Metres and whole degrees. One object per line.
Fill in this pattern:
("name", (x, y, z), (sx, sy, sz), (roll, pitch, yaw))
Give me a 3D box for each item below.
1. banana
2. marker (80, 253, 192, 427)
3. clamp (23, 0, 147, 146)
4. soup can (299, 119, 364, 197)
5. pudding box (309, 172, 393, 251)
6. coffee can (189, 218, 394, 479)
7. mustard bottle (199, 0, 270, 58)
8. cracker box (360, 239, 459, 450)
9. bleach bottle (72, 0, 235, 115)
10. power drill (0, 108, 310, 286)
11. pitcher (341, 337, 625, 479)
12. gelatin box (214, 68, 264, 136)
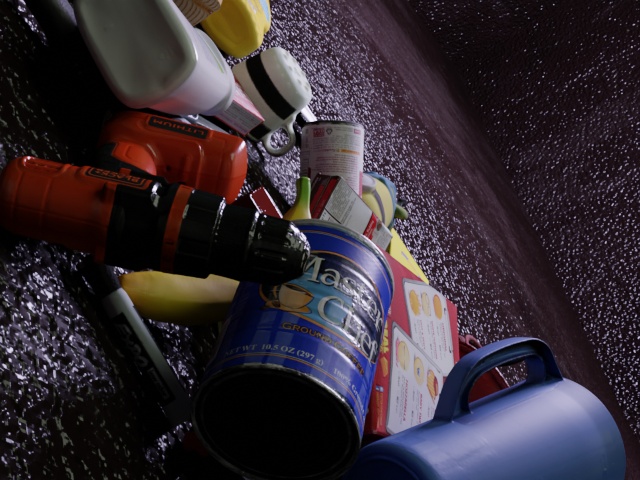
("banana", (-0.065, 0.021, 0.760), (0.197, 0.037, 0.069), (-33, 100, -44))
("marker", (-0.115, 0.061, 0.672), (0.121, 0.020, 0.020), (60, 16, -1))
("clamp", (-0.184, -0.149, 0.806), (0.164, 0.036, 0.210), (29, 34, -62))
("soup can", (0.012, -0.072, 1.141), (0.068, 0.069, 0.102), (15, 76, -68))
("pudding box", (0.017, 0.000, 1.070), (0.113, 0.039, 0.090), (44, 66, -40))
("coffee can", (-0.014, 0.068, 0.672), (0.102, 0.103, 0.140), (52, 32, -25))
("mustard bottle", (-0.099, -0.281, 1.268), (0.096, 0.058, 0.191), (54, 17, -16))
("cracker box", (0.060, 0.113, 0.952), (0.213, 0.072, 0.164), (35, 49, -57))
("bleach bottle", (-0.112, -0.138, 0.852), (0.102, 0.068, 0.250), (60, 6, 6))
("power drill", (-0.093, -0.030, 0.681), (0.184, 0.057, 0.187), (14, 16, -2))
("pitcher", (0.129, 0.182, 0.860), (0.242, 0.145, 0.149), (-5, 48, -47))
("gelatin box", (-0.098, -0.149, 1.063), (0.073, 0.030, 0.089), (57, 11, 18))
